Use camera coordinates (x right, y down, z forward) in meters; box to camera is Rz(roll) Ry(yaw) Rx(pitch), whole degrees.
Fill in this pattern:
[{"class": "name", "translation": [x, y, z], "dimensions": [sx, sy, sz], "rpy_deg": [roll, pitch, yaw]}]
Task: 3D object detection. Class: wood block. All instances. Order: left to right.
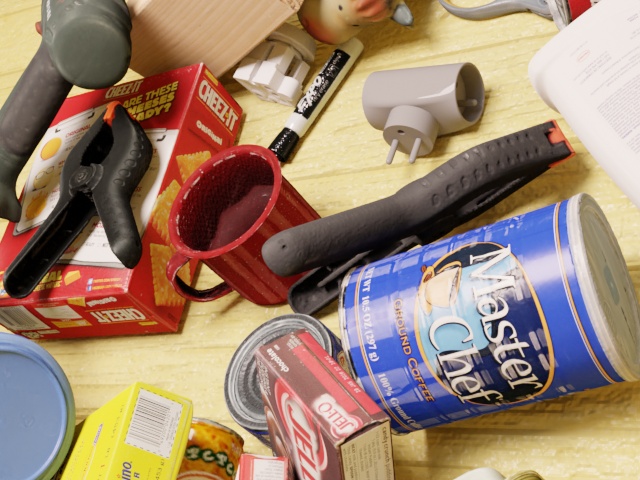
[{"class": "wood block", "translation": [-0.088, -0.201, 0.862], "dimensions": [0.206, 0.090, 0.090], "rpy_deg": [-24, 41, 58]}]

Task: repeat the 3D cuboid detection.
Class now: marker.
[{"class": "marker", "translation": [-0.005, -0.110, 0.843], "dimensions": [0.020, 0.020, 0.121], "rpy_deg": [21, 72, 44]}]

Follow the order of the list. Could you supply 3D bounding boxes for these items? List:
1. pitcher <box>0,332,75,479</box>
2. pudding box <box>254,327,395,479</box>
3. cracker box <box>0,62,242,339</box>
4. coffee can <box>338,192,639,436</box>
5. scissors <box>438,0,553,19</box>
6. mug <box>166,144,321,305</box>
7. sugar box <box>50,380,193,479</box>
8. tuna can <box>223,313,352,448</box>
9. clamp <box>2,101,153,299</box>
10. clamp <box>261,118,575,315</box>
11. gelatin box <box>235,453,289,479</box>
[{"class": "pitcher", "translation": [-0.267, 0.108, 0.742], "dimensions": [0.144, 0.149, 0.243], "rpy_deg": [-39, 19, -34]}, {"class": "pudding box", "translation": [0.005, 0.118, 0.596], "dimensions": [0.039, 0.113, 0.090], "rpy_deg": [-24, 39, -19]}, {"class": "cracker box", "translation": [-0.166, -0.028, 0.863], "dimensions": [0.164, 0.072, 0.213], "rpy_deg": [-7, 54, 32]}, {"class": "coffee can", "translation": [0.095, 0.043, 0.591], "dimensions": [0.140, 0.102, 0.103], "rpy_deg": [-19, 49, 25]}, {"class": "scissors", "translation": [0.170, -0.186, 0.773], "dimensions": [0.202, 0.016, 0.096], "rpy_deg": [20, 72, 44]}, {"class": "mug", "translation": [-0.055, 0.001, 0.750], "dimensions": [0.117, 0.081, 0.093], "rpy_deg": [-41, 43, 3]}, {"class": "sugar box", "translation": [-0.139, 0.155, 0.667], "dimensions": [0.177, 0.048, 0.093], "rpy_deg": [-34, 36, 53]}, {"class": "tuna can", "translation": [-0.020, 0.091, 0.691], "dimensions": [0.086, 0.033, 0.086], "rpy_deg": [-20, 49, 24]}, {"class": "clamp", "translation": [-0.174, -0.030, 0.789], "dimensions": [0.120, 0.039, 0.171], "rpy_deg": [-17, 43, 18]}, {"class": "clamp", "translation": [0.058, -0.017, 0.653], "dimensions": [0.210, 0.164, 0.036], "rpy_deg": [-29, 78, 4]}, {"class": "gelatin box", "translation": [-0.037, 0.174, 0.606], "dimensions": [0.030, 0.089, 0.073], "rpy_deg": [6, 52, -7]}]
